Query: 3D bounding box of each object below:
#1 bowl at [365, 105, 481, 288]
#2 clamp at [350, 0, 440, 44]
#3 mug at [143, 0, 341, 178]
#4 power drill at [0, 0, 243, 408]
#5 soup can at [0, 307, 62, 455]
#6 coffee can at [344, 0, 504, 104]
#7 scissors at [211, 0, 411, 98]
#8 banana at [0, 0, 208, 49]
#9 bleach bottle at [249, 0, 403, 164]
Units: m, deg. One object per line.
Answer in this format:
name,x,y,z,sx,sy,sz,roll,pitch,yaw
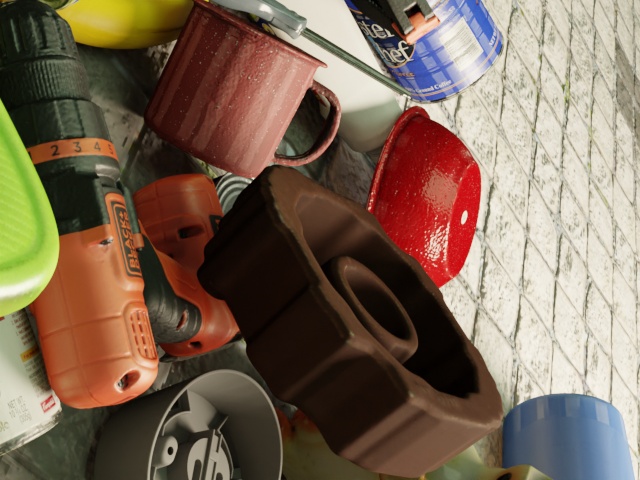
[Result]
bowl,0.085,-0.020,0.825,0.162,0.055,0.162,12,90,-69
clamp,0.009,-0.216,0.755,0.210,0.036,0.164,53,-6,11
mug,-0.044,-0.086,0.646,0.117,0.081,0.093,24,11,-18
power drill,-0.099,-0.011,0.530,0.187,0.057,0.184,25,51,-75
soup can,-0.158,0.040,0.452,0.068,0.069,0.102,-29,101,-59
coffee can,0.084,-0.204,0.928,0.140,0.103,0.102,50,38,-34
scissors,-0.027,-0.136,0.655,0.201,0.016,0.096,33,17,-5
banana,-0.117,-0.146,0.645,0.069,0.037,0.197,41,30,4
bleach bottle,-0.001,-0.146,0.777,0.250,0.068,0.103,53,-1,-33
